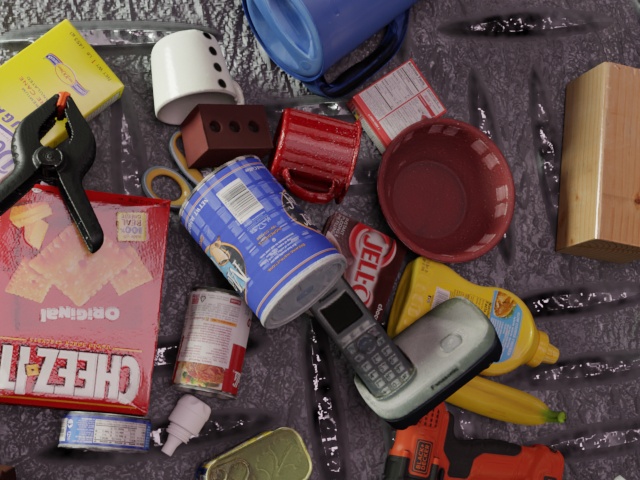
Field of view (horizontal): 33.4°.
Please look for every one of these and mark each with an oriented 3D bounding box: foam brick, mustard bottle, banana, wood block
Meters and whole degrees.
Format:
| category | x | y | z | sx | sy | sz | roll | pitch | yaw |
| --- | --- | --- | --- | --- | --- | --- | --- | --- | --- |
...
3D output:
| category | x | y | z | sx | sy | sz | roll | pitch | yaw |
| --- | --- | --- | --- | --- | --- | --- | --- | --- | --- |
| foam brick | -0.098 | -0.108 | 1.108 | 0.078 | 0.051 | 0.053 | -4 | 73 | -31 |
| mustard bottle | 0.173 | 0.094 | 1.159 | 0.191 | 0.058 | 0.096 | 21 | 71 | -11 |
| banana | 0.161 | 0.157 | 1.138 | 0.198 | 0.070 | 0.037 | 18 | 63 | 5 |
| wood block | 0.336 | -0.087 | 1.223 | 0.090 | 0.090 | 0.206 | 10 | 77 | -16 |

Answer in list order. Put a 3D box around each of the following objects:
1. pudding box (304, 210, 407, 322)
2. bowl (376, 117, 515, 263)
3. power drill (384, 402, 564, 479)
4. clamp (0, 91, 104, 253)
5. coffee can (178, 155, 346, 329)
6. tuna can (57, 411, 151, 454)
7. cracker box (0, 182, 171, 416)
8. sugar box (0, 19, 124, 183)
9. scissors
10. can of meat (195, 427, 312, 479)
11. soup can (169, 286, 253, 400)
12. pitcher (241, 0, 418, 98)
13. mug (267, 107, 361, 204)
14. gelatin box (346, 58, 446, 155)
| category | x | y | z | sx | sy | sz | roll | pitch | yaw |
| --- | --- | --- | --- | --- | --- | --- | --- | --- | --- |
| pudding box | 0.032 | 0.038 | 1.138 | 0.090 | 0.039 | 0.113 | 25 | 74 | -11 |
| bowl | 0.130 | -0.051 | 1.174 | 0.162 | 0.055 | 0.162 | 3 | 79 | -16 |
| power drill | 0.156 | 0.267 | 1.124 | 0.187 | 0.057 | 0.184 | 16 | 79 | -14 |
| clamp | -0.264 | -0.066 | 1.000 | 0.120 | 0.039 | 0.171 | 5 | 56 | -20 |
| coffee can | -0.057 | 0.001 | 1.046 | 0.102 | 0.103 | 0.140 | -35 | 73 | -19 |
| tuna can | -0.205 | 0.184 | 1.018 | 0.086 | 0.086 | 0.034 | 8 | 76 | -15 |
| cracker box | -0.239 | 0.057 | 1.038 | 0.164 | 0.072 | 0.213 | 7 | 79 | -14 |
| sugar box | -0.294 | -0.133 | 1.070 | 0.176 | 0.048 | 0.093 | -42 | 94 | -20 |
| scissors | -0.111 | -0.022 | 1.118 | 0.096 | 0.016 | 0.202 | -32 | 89 | -22 |
| can of meat | -0.069 | 0.226 | 1.051 | 0.102 | 0.084 | 0.057 | -24 | 88 | -19 |
| soup can | -0.108 | 0.103 | 1.071 | 0.068 | 0.069 | 0.102 | 14 | 76 | -14 |
| pitcher | 0.046 | -0.277 | 1.162 | 0.242 | 0.149 | 0.145 | -36 | 77 | -22 |
| mug | -0.009 | -0.083 | 1.117 | 0.081 | 0.093 | 0.117 | 13 | 47 | -9 |
| gelatin box | 0.086 | -0.149 | 1.193 | 0.089 | 0.030 | 0.073 | -35 | 90 | -19 |
